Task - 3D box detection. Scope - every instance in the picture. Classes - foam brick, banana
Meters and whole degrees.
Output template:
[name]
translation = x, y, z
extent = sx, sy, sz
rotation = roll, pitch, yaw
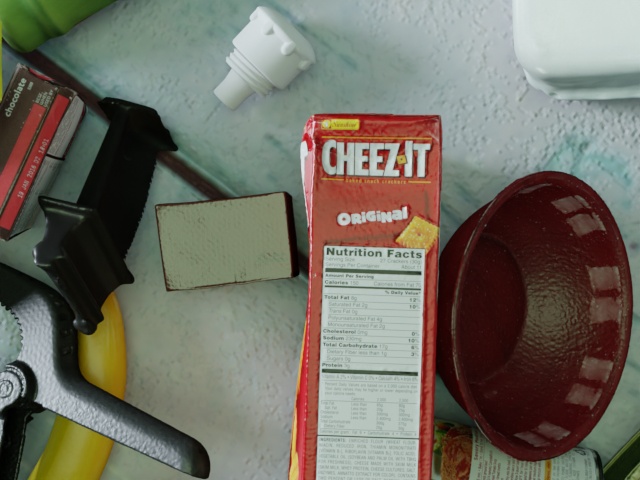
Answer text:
[foam brick]
translation = -0.054, 0.001, 0.638
extent = 0.078, 0.051, 0.053
rotation = -5, 90, 1
[banana]
translation = -0.157, 0.113, 0.646
extent = 0.069, 0.037, 0.198
rotation = 26, 90, 1

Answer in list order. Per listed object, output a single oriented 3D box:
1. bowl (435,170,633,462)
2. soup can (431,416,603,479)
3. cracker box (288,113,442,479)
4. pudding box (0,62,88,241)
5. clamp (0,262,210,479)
[bowl]
translation = 0.111, 0.041, 0.609
extent = 0.161, 0.055, 0.162
rotation = -2, 94, -41
[soup can]
translation = 0.106, 0.145, 0.624
extent = 0.102, 0.068, 0.068
rotation = 11, 89, 1
[cracker box]
translation = 0.020, 0.046, 0.580
extent = 0.072, 0.164, 0.214
rotation = 1, 89, -1
[pudding box]
translation = -0.170, -0.049, 0.611
extent = 0.039, 0.113, 0.090
rotation = 26, 89, -8
[clamp]
translation = -0.162, 0.087, 0.613
extent = 0.164, 0.036, 0.210
rotation = -26, 68, 7
